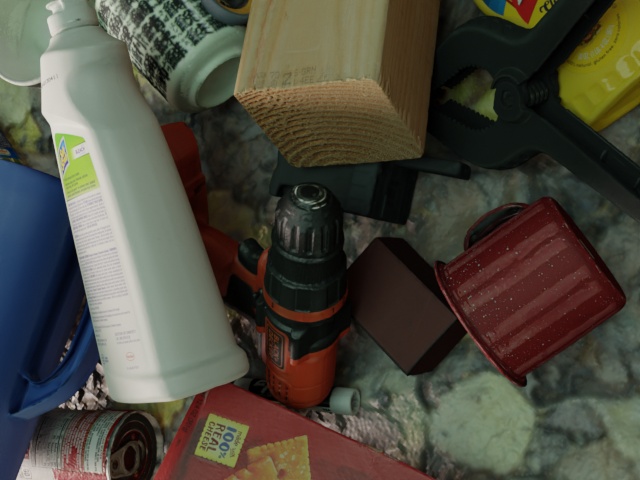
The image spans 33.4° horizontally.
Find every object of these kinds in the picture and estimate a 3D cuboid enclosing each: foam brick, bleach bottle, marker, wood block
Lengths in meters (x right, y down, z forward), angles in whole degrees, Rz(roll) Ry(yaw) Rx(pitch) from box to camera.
[{"bbox_3d":[0.054,0.042,0.695,0.078,0.052,0.051,46,107,20],"label":"foam brick"},{"bbox_3d":[-0.120,-0.029,0.660,0.103,0.067,0.251,-12,93,52],"label":"bleach bottle"},{"bbox_3d":[-0.031,0.108,0.752,0.121,0.020,0.020,2,89,26],"label":"marker"},{"bbox_3d":[0.020,-0.158,0.660,0.090,0.090,0.206,-3,64,24],"label":"wood block"}]

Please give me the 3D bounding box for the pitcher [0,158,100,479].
[{"bbox_3d":[-0.231,0.069,0.744,0.149,0.144,0.243,-18,56,67],"label":"pitcher"}]

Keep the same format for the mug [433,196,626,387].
[{"bbox_3d":[0.126,0.020,0.651,0.081,0.093,0.117,-37,37,14],"label":"mug"}]

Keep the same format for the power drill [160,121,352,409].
[{"bbox_3d":[-0.055,0.001,0.696,0.188,0.057,0.184,42,144,32],"label":"power drill"}]

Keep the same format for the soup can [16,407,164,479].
[{"bbox_3d":[-0.177,0.157,0.793,0.102,0.068,0.068,-1,87,26],"label":"soup can"}]

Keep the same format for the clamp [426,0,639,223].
[{"bbox_3d":[0.128,-0.078,0.631,0.210,0.036,0.164,-5,101,55],"label":"clamp"}]

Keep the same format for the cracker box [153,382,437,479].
[{"bbox_3d":[-0.012,0.202,0.674,0.214,0.072,0.164,22,77,20],"label":"cracker box"}]
